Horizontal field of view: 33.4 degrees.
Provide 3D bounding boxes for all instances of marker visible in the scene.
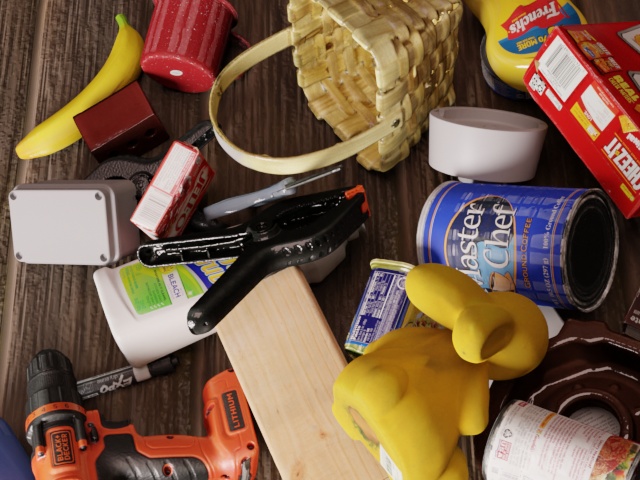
[{"bbox_3d":[-0.190,0.130,1.001,0.121,0.020,0.020,-18,63,3],"label":"marker"}]

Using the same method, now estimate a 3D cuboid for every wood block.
[{"bbox_3d":[-0.010,0.138,0.920,0.090,0.091,0.206,-27,63,-2],"label":"wood block"}]

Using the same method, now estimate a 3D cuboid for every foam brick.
[{"bbox_3d":[-0.204,-0.116,1.101,0.078,0.053,0.051,-32,63,-3],"label":"foam brick"}]

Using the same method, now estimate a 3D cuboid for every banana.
[{"bbox_3d":[-0.244,-0.157,1.140,0.070,0.037,0.197,20,68,40],"label":"banana"}]

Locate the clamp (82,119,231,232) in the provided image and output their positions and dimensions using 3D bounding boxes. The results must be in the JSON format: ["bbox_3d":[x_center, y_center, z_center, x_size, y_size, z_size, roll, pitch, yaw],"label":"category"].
[{"bbox_3d":[-0.168,-0.043,1.068,0.171,0.039,0.120,-18,68,10],"label":"clamp"}]

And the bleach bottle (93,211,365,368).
[{"bbox_3d":[-0.080,0.025,1.003,0.250,0.068,0.103,-24,48,-5],"label":"bleach bottle"}]

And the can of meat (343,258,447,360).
[{"bbox_3d":[0.071,0.076,0.926,0.058,0.102,0.084,8,68,37],"label":"can of meat"}]

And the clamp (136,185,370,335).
[{"bbox_3d":[-0.056,0.001,0.943,0.209,0.036,0.165,-28,31,-21],"label":"clamp"}]

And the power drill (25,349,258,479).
[{"bbox_3d":[-0.157,0.161,0.919,0.187,0.057,0.184,-7,48,-15],"label":"power drill"}]

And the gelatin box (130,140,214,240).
[{"bbox_3d":[-0.137,-0.042,1.006,0.030,0.073,0.089,26,81,11],"label":"gelatin box"}]

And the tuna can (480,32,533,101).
[{"bbox_3d":[0.202,-0.181,1.058,0.086,0.033,0.086,-5,64,10],"label":"tuna can"}]

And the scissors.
[{"bbox_3d":[-0.050,-0.041,0.961,0.096,0.202,0.016,-19,92,-15],"label":"scissors"}]

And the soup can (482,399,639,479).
[{"bbox_3d":[0.176,0.161,0.763,0.102,0.068,0.068,18,69,30],"label":"soup can"}]

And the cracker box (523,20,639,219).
[{"bbox_3d":[0.304,-0.112,0.928,0.213,0.072,0.164,-10,57,-35],"label":"cracker box"}]

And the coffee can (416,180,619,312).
[{"bbox_3d":[0.168,0.003,0.914,0.141,0.102,0.102,6,64,39],"label":"coffee can"}]

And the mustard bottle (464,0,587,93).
[{"bbox_3d":[0.201,-0.198,1.013,0.096,0.058,0.191,-15,63,-1],"label":"mustard bottle"}]

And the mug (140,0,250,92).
[{"bbox_3d":[-0.129,-0.203,1.115,0.117,0.093,0.081,19,71,-20],"label":"mug"}]
